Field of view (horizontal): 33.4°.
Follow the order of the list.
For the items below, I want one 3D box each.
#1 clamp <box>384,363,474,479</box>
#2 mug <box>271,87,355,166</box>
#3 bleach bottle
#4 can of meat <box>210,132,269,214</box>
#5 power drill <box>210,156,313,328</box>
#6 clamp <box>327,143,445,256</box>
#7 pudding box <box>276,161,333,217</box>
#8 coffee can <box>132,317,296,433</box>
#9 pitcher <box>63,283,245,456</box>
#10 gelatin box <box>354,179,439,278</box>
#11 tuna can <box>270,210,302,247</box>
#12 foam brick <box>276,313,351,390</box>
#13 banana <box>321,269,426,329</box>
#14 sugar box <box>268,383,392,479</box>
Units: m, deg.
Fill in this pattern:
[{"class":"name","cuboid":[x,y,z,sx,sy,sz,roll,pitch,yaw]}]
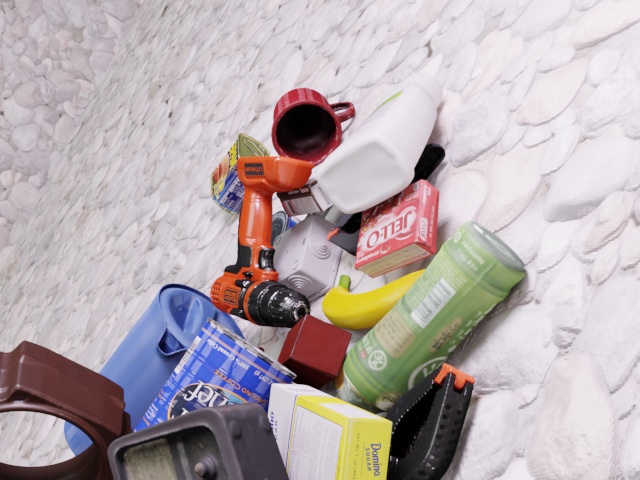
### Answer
[{"class":"clamp","cuboid":[0.063,0.200,0.879,0.210,0.036,0.164,-56,24,15]},{"class":"mug","cuboid":[-0.010,-0.159,1.420,0.117,0.093,0.081,-22,25,5]},{"class":"bleach bottle","cuboid":[0.083,-0.123,1.141,0.103,0.068,0.250,-29,15,35]},{"class":"can of meat","cuboid":[-0.121,-0.099,1.591,0.084,0.057,0.102,-51,23,24]},{"class":"power drill","cuboid":[-0.058,0.001,1.189,0.185,0.057,0.187,8,87,56]},{"class":"clamp","cuboid":[0.073,-0.036,1.149,0.172,0.039,0.120,-16,45,51]},{"class":"pudding box","cuboid":[0.015,-0.072,1.252,0.113,0.039,0.090,-33,11,-26]},{"class":"coffee can","cuboid":[-0.103,0.160,1.017,0.140,0.102,0.103,-57,23,-5]},{"class":"pitcher","cuboid":[-0.208,0.178,1.338,0.243,0.149,0.145,-48,37,21]},{"class":"gelatin box","cuboid":[0.076,-0.011,1.055,0.089,0.030,0.073,-25,45,44]},{"class":"tuna can","cuboid":[-0.054,0.005,1.358,0.086,0.033,0.086,-45,27,29]},{"class":"foam brick","cuboid":[-0.009,0.115,1.085,0.051,0.053,0.078,-68,8,-23]},{"class":"banana","cuboid":[0.049,0.059,1.081,0.198,0.037,0.069,-4,58,62]},{"class":"sugar box","cuboid":[0.001,0.181,0.908,0.176,0.048,0.093,-173,90,-70]}]
